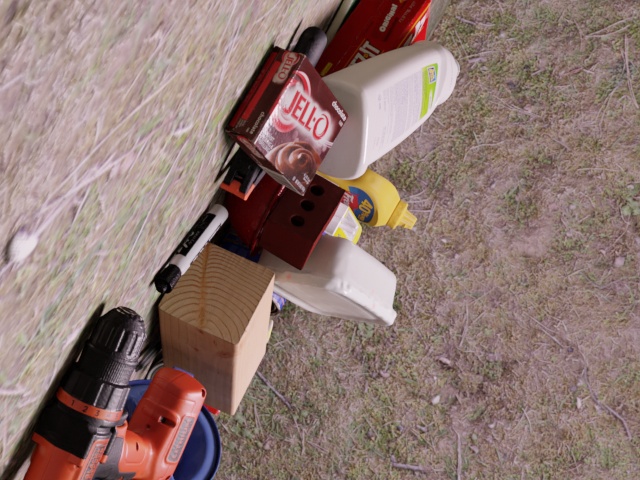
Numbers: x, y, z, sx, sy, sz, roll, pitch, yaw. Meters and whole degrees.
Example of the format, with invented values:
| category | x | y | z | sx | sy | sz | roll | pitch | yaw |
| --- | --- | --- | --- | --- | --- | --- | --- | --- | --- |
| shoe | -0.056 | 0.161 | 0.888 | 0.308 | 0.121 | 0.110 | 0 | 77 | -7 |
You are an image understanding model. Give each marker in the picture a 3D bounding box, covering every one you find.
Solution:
| category | x | y | z | sx | sy | sz | roll | pitch | yaw |
| --- | --- | --- | --- | --- | --- | --- | --- | --- | --- |
| marker | -0.121 | 0.008 | 1.003 | 0.121 | 0.020 | 0.020 | -57 | 176 | -44 |

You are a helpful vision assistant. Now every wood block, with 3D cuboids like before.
| category | x | y | z | sx | sy | sz | roll | pitch | yaw |
| --- | --- | --- | --- | --- | --- | --- | --- | --- | --- |
| wood block | -0.112 | 0.098 | 1.140 | 0.206 | 0.090 | 0.090 | 100 | 15 | -61 |

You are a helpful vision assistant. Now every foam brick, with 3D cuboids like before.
| category | x | y | z | sx | sy | sz | roll | pitch | yaw |
| --- | --- | --- | --- | --- | --- | --- | --- | --- | --- |
| foam brick | -0.019 | -0.022 | 1.059 | 0.078 | 0.053 | 0.051 | -60 | 177 | -35 |

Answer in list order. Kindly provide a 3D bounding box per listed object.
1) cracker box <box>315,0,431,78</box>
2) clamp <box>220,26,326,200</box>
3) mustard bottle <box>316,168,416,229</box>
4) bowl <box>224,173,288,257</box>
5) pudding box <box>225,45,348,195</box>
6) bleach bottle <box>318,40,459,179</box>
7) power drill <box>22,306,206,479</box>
| category | x | y | z | sx | sy | sz | roll | pitch | yaw |
| --- | --- | --- | --- | --- | --- | --- | --- | --- | --- |
| cracker box | 0.057 | -0.188 | 1.241 | 0.164 | 0.072 | 0.214 | -56 | 169 | -16 |
| clamp | -0.041 | -0.115 | 1.027 | 0.171 | 0.039 | 0.120 | -59 | 169 | -5 |
| mustard bottle | 0.047 | -0.070 | 1.485 | 0.058 | 0.191 | 0.096 | -59 | 177 | -29 |
| bowl | -0.054 | -0.065 | 1.117 | 0.162 | 0.055 | 0.162 | -60 | 177 | -5 |
| pudding box | -0.028 | -0.105 | 0.948 | 0.090 | 0.039 | 0.113 | -60 | 151 | -9 |
| bleach bottle | 0.079 | -0.146 | 1.110 | 0.250 | 0.068 | 0.103 | -32 | 134 | -52 |
| power drill | -0.164 | 0.144 | 0.885 | 0.184 | 0.057 | 0.187 | -64 | 160 | 2 |
